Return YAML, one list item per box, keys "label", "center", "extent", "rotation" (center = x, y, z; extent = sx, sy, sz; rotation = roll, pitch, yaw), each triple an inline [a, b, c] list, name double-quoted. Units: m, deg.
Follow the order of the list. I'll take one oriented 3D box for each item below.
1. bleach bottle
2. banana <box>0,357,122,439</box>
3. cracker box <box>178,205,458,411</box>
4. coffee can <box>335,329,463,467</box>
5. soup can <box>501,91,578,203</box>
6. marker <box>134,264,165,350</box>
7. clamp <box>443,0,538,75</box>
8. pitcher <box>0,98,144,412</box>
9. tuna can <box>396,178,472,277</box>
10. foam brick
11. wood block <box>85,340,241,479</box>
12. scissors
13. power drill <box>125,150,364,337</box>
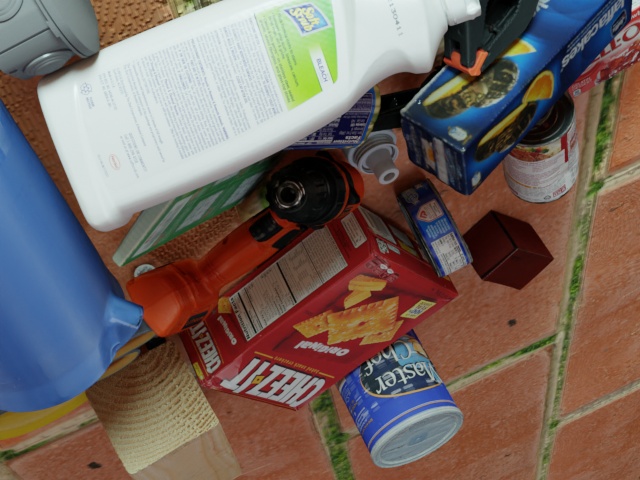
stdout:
- label: "bleach bottle"
  center: [-0.029, -0.093, 0.616]
  extent: [0.251, 0.102, 0.068]
  rotation: [-19, -170, 7]
- label: "banana"
  center: [-0.237, 0.130, 0.942]
  extent: [0.197, 0.037, 0.069]
  rotation: [-27, 149, -3]
- label: "cracker box"
  center: [0.001, 0.070, 1.007]
  extent: [0.214, 0.072, 0.164]
  rotation: [-38, 147, 17]
- label: "coffee can"
  center: [0.071, 0.149, 1.108]
  extent: [0.102, 0.140, 0.103]
  rotation: [-20, 148, -13]
- label: "soup can"
  center: [0.190, -0.085, 0.933]
  extent: [0.068, 0.068, 0.102]
  rotation: [-28, 149, 0]
- label: "marker"
  center: [-0.147, 0.062, 0.930]
  extent: [0.020, 0.020, 0.121]
  rotation: [-18, 147, -16]
- label: "clamp"
  center: [0.136, -0.195, 0.722]
  extent: [0.120, 0.039, 0.172]
  rotation: [1, 119, -34]
- label: "pitcher"
  center: [-0.230, 0.001, 0.690]
  extent: [0.149, 0.145, 0.243]
  rotation: [-37, 147, -16]
- label: "tuna can"
  center: [0.101, -0.011, 0.955]
  extent: [0.034, 0.086, 0.086]
  rotation: [-28, 149, 2]
- label: "foam brick"
  center: [0.189, 0.011, 1.086]
  extent: [0.053, 0.051, 0.078]
  rotation: [-45, 145, 24]
- label: "wood block"
  center: [-0.142, 0.182, 1.004]
  extent: [0.090, 0.091, 0.206]
  rotation: [-30, 159, -11]
- label: "scissors"
  center: [-0.221, 0.122, 0.862]
  extent: [0.201, 0.016, 0.096]
  rotation: [-30, 168, -13]
- label: "power drill"
  center: [-0.055, 0.001, 0.819]
  extent: [0.188, 0.057, 0.184]
  rotation: [-34, 175, 13]
